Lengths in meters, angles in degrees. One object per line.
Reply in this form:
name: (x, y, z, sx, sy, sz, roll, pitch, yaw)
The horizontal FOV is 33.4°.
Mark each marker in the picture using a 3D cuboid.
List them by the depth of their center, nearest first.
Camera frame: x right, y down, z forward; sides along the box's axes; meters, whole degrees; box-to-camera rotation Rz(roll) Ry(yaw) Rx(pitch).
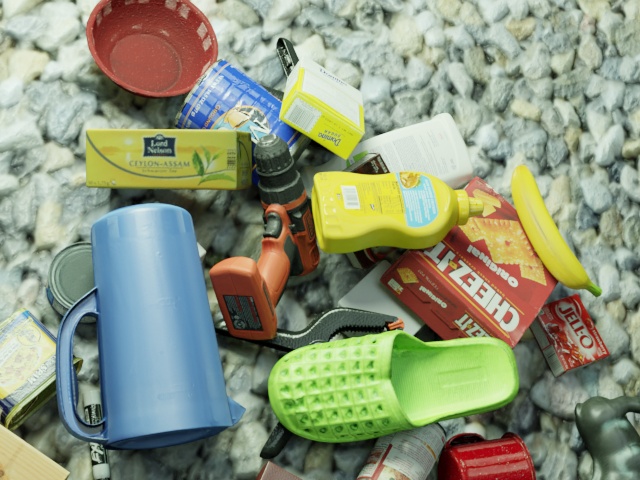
marker: (-0.230, 0.215, 1.102, 0.020, 0.020, 0.121, -4, 66, -21)

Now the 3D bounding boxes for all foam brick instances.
foam brick: (-0.037, 0.277, 1.120, 0.078, 0.051, 0.053, 29, 60, -3)

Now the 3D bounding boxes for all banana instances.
banana: (0.273, -0.014, 1.301, 0.069, 0.037, 0.198, 17, 44, -57)

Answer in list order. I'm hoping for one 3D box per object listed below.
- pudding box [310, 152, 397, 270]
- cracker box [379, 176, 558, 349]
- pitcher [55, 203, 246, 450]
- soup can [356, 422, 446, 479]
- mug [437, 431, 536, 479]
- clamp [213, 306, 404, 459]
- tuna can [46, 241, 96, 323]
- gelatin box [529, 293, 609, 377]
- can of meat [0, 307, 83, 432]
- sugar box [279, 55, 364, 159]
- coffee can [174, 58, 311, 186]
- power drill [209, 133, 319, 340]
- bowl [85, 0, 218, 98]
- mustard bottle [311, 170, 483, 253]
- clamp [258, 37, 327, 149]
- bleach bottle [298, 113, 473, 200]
pudding box: (0.055, -0.034, 1.265, 0.090, 0.039, 0.113, -35, 103, -16)
cracker box: (0.192, 0.034, 1.280, 0.164, 0.072, 0.213, 43, 41, 4)
pitcher: (-0.180, 0.091, 1.095, 0.145, 0.149, 0.243, -16, 74, 22)
soup can: (0.088, 0.243, 1.172, 0.068, 0.069, 0.102, 34, 58, -1)
mug: (0.178, 0.257, 1.192, 0.081, 0.093, 0.117, -5, 36, -17)
clamp: (-0.002, 0.141, 1.182, 0.210, 0.036, 0.164, -14, 73, -5)
tuna can: (-0.256, 0.047, 1.168, 0.086, 0.034, 0.086, 8, 62, -16)
gelatin box: (0.308, 0.117, 1.334, 0.073, 0.030, 0.089, -15, 71, -26)
can of meat: (-0.310, 0.131, 1.094, 0.084, 0.058, 0.102, 43, 58, 7)
sugar box: (0.003, -0.159, 1.260, 0.093, 0.048, 0.176, 32, 17, -10)
coffee can: (-0.089, -0.136, 1.279, 0.140, 0.103, 0.102, 36, 58, 1)
power drill: (-0.058, 0.001, 1.166, 0.057, 0.184, 0.187, 0, 38, 23)
bowl: (-0.210, -0.232, 1.311, 0.162, 0.055, 0.162, 8, 62, -16)
mustard bottle: (0.089, -0.035, 1.198, 0.191, 0.058, 0.096, -3, 52, -9)
clamp: (-0.034, -0.173, 1.353, 0.120, 0.039, 0.171, -37, 81, -29)
bleach bottle: (0.062, -0.086, 1.331, 0.250, 0.068, 0.102, -14, 72, -23)
